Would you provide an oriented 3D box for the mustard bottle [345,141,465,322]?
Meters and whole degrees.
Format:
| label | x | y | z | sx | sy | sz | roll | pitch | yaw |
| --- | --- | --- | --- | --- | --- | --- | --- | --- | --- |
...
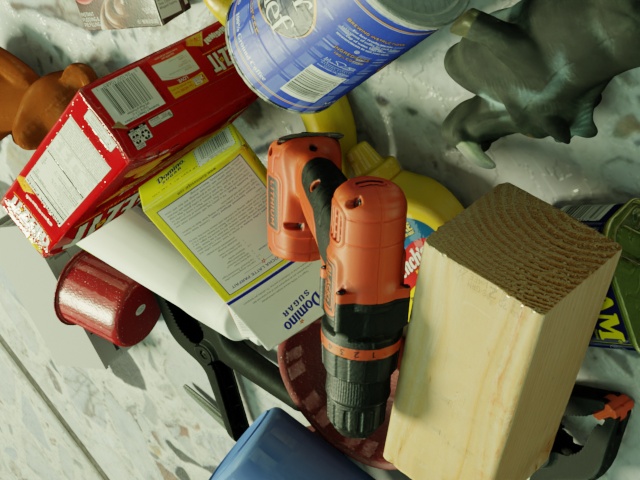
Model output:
| label | x | y | z | sx | sy | sz | roll | pitch | yaw |
| --- | --- | --- | --- | --- | --- | --- | --- | --- | --- |
| mustard bottle | 0.078 | 0.009 | 0.804 | 0.096 | 0.058 | 0.191 | -24 | 102 | 50 |

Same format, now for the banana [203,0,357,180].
| label | x | y | z | sx | sy | sz | roll | pitch | yaw |
| --- | --- | --- | --- | --- | --- | --- | --- | --- | --- |
| banana | -0.019 | -0.110 | 0.801 | 0.069 | 0.037 | 0.198 | -22 | 112 | 6 |

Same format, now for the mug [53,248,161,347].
| label | x | y | z | sx | sy | sz | roll | pitch | yaw |
| --- | --- | --- | --- | --- | --- | --- | --- | --- | --- |
| mug | -0.216 | 0.066 | 1.137 | 0.082 | 0.093 | 0.117 | 22 | 165 | 25 |

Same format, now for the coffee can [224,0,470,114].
| label | x | y | z | sx | sy | sz | roll | pitch | yaw |
| --- | --- | --- | --- | --- | --- | --- | --- | --- | --- |
| coffee can | 0.016 | -0.155 | 0.693 | 0.103 | 0.102 | 0.141 | 55 | 143 | -6 |

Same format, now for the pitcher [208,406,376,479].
| label | x | y | z | sx | sy | sz | roll | pitch | yaw |
| --- | --- | --- | --- | --- | --- | --- | --- | --- | --- |
| pitcher | 0.012 | 0.272 | 0.976 | 0.243 | 0.145 | 0.149 | 40 | 163 | 0 |

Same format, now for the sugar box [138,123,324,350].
| label | x | y | z | sx | sy | sz | roll | pitch | yaw |
| --- | --- | --- | --- | --- | --- | --- | --- | --- | --- |
| sugar box | -0.056 | 0.001 | 0.857 | 0.176 | 0.093 | 0.048 | 53 | -173 | -35 |

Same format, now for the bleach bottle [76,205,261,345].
| label | x | y | z | sx | sy | sz | roll | pitch | yaw |
| --- | --- | --- | --- | --- | --- | --- | --- | --- | --- |
| bleach bottle | -0.145 | 0.024 | 1.016 | 0.251 | 0.068 | 0.102 | 32 | -178 | 21 |

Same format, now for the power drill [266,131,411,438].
| label | x | y | z | sx | sy | sz | roll | pitch | yaw |
| --- | --- | --- | --- | --- | --- | --- | --- | --- | --- |
| power drill | 0.010 | 0.018 | 0.737 | 0.188 | 0.057 | 0.184 | -123 | 33 | -58 |

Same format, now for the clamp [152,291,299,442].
| label | x | y | z | sx | sy | sz | roll | pitch | yaw |
| --- | --- | --- | --- | --- | --- | --- | --- | --- | --- |
| clamp | -0.108 | 0.116 | 1.099 | 0.210 | 0.036 | 0.165 | 49 | 142 | 5 |

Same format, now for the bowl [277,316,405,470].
| label | x | y | z | sx | sy | sz | roll | pitch | yaw |
| --- | --- | --- | --- | --- | --- | --- | --- | --- | --- |
| bowl | 0.040 | 0.121 | 0.939 | 0.162 | 0.055 | 0.162 | 27 | 137 | 28 |

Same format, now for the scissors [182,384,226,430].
| label | x | y | z | sx | sy | sz | roll | pitch | yaw |
| --- | --- | --- | --- | --- | --- | --- | --- | --- | --- |
| scissors | -0.077 | 0.241 | 1.192 | 0.202 | 0.016 | 0.096 | 29 | 138 | 26 |

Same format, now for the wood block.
| label | x | y | z | sx | sy | sz | roll | pitch | yaw |
| --- | --- | --- | --- | --- | --- | --- | --- | --- | --- |
| wood block | 0.113 | 0.078 | 0.704 | 0.090 | 0.090 | 0.206 | 33 | 138 | 28 |

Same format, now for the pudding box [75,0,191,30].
| label | x | y | z | sx | sy | sz | roll | pitch | yaw |
| --- | --- | --- | --- | --- | --- | --- | --- | --- | --- |
| pudding box | -0.165 | -0.221 | 0.872 | 0.114 | 0.039 | 0.090 | 7 | 125 | 42 |

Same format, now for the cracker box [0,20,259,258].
| label | x | y | z | sx | sy | sz | roll | pitch | yaw |
| --- | --- | --- | --- | --- | --- | --- | --- | --- | --- |
| cracker box | -0.150 | -0.081 | 0.873 | 0.072 | 0.163 | 0.214 | 54 | 143 | -1 |
